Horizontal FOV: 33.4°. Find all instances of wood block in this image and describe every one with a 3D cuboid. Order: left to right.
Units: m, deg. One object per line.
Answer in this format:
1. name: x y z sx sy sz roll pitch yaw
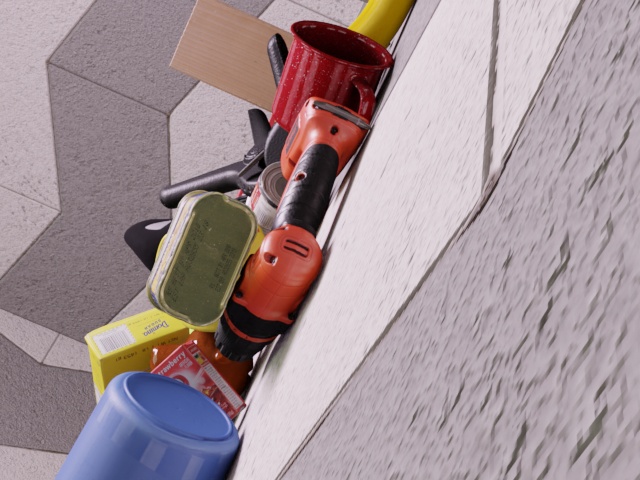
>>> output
1. wood block: -0.056 -0.196 1.217 0.090 0.206 0.091 -98 32 -82

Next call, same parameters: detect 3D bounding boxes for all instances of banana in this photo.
1. banana: 0.056 -0.225 0.966 0.037 0.069 0.198 38 97 46

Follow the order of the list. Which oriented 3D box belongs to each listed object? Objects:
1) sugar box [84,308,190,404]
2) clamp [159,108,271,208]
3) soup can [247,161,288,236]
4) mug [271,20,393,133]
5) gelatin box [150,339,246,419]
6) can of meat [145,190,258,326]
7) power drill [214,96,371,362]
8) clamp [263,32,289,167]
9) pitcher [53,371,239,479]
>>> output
1. sugar box: -0.173 0.150 1.053 0.048 0.093 0.176 48 149 43
2. clamp: -0.071 -0.076 1.129 0.164 0.036 0.210 -43 33 -19
3. soup can: -0.040 -0.016 0.990 0.068 0.068 0.102 -71 6 -45
4. mug: 0.012 -0.127 0.916 0.117 0.093 0.082 50 130 44
5. gelatin box: -0.118 0.139 0.888 0.089 0.073 0.030 -41 -4 15
6. can of meat: -0.089 0.013 0.805 0.084 0.057 0.102 -176 109 -78
7. power drill: -0.025 -0.006 0.850 0.185 0.057 0.187 127 163 -57
8. clamp: -0.019 -0.118 1.034 0.039 0.120 0.171 12 -79 -62
9. pitcher: -0.154 0.227 0.820 0.243 0.145 0.149 -62 17 11
